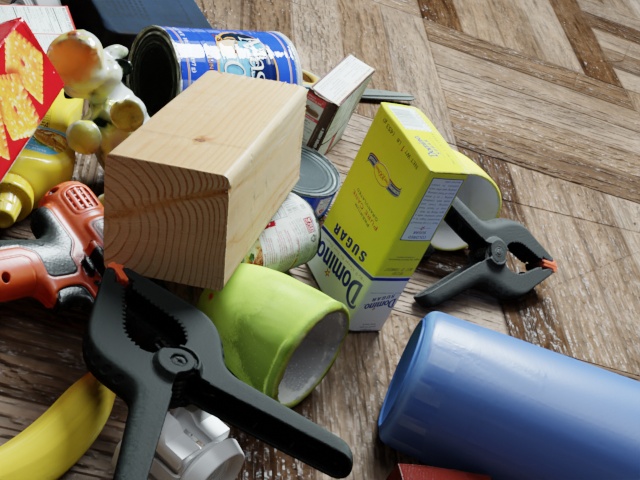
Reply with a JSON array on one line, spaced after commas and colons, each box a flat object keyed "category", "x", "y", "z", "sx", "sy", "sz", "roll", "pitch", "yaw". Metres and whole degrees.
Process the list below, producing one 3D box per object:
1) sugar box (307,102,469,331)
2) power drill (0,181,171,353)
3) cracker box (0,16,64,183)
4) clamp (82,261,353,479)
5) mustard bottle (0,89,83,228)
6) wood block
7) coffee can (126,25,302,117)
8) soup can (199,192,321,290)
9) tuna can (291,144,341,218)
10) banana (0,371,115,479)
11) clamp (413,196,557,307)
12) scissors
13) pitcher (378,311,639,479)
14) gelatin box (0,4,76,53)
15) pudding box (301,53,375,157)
[{"category": "sugar box", "x": 0.050, "y": -0.017, "z": 0.888, "sx": 0.048, "sy": 0.176, "sz": 0.093, "roll": 3, "pitch": 39, "yaw": -33}, {"category": "power drill", "x": -0.193, "y": 0.047, "z": 0.750, "sx": 0.187, "sy": 0.057, "sz": 0.184, "roll": -18, "pitch": 61, "yaw": -47}, {"category": "cracker box", "x": -0.291, "y": -0.061, "z": 0.740, "sx": 0.213, "sy": 0.164, "sz": 0.072, "roll": -79, "pitch": 146, "yaw": -56}, {"category": "clamp", "x": -0.099, "y": 0.093, "z": 0.671, "sx": 0.164, "sy": 0.036, "sz": 0.210, "roll": -13, "pitch": 47, "yaw": -41}, {"category": "mustard bottle", "x": -0.250, "y": -0.076, "z": 0.878, "sx": 0.096, "sy": 0.058, "sz": 0.191, "roll": 8, "pitch": 37, "yaw": -14}, {"category": "wood block", "x": -0.082, "y": -0.054, "z": 0.812, "sx": 0.091, "sy": 0.090, "sz": 0.206, "roll": 11, "pitch": 27, "yaw": 10}, {"category": "coffee can", "x": -0.103, "y": -0.155, "z": 1.041, "sx": 0.140, "sy": 0.103, "sz": 0.103, "roll": -5, "pitch": 45, "yaw": -37}, {"category": "soup can", "x": -0.056, "y": 0.001, "z": 0.893, "sx": 0.068, "sy": 0.069, "sz": 0.102, "roll": 42, "pitch": 37, "yaw": 23}, {"category": "tuna can", "x": -0.026, "y": -0.058, "z": 1.022, "sx": 0.086, "sy": 0.034, "sz": 0.086, "roll": 17, "pitch": 35, "yaw": -13}, {"category": "banana", "x": -0.193, "y": 0.129, "z": 0.641, "sx": 0.037, "sy": 0.069, "sz": 0.197, "roll": -4, "pitch": 5, "yaw": 40}, {"category": "clamp", "x": 0.153, "y": 0.003, "z": 1.013, "sx": 0.171, "sy": 0.039, "sz": 0.120, "roll": 2, "pitch": 85, "yaw": -37}, {"category": "scissors", "x": 0.028, "y": -0.159, "z": 1.210, "sx": 0.201, "sy": 0.016, "sz": 0.096, "roll": 11, "pitch": 38, "yaw": -21}, {"category": "pitcher", "x": 0.172, "y": 0.146, "z": 0.810, "sx": 0.243, "sy": 0.149, "sz": 0.145, "roll": 23, "pitch": 49, "yaw": 1}, {"category": "gelatin box", "x": -0.276, "y": -0.190, "z": 1.025, "sx": 0.089, "sy": 0.030, "sz": 0.073, "roll": -7, "pitch": 61, "yaw": -36}, {"category": "pudding box", "x": 0.007, "y": -0.131, "z": 1.091, "sx": 0.039, "sy": 0.090, "sz": 0.113, "roll": 30, "pitch": 34, "yaw": 5}]
